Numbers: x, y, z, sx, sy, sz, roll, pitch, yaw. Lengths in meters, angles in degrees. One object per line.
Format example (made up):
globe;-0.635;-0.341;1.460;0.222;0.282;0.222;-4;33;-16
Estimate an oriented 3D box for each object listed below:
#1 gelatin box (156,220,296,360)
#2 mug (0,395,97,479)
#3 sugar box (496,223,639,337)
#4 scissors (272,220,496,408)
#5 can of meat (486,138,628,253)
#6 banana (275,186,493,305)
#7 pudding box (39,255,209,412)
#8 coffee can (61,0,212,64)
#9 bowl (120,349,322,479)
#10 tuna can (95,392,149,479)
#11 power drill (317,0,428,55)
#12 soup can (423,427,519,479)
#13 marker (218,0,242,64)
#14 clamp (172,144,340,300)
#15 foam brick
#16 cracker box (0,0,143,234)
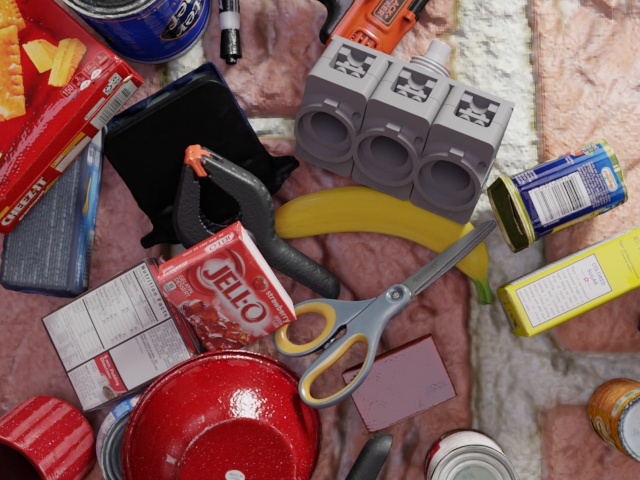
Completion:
gelatin box;-0.071;0.040;0.817;0.073;0.030;0.089;-28;119;7
mug;-0.236;0.181;0.839;0.093;0.081;0.117;46;117;-1
sugar box;0.225;0.020;0.818;0.176;0.093;0.048;-23;86;3
scissors;0.041;0.041;0.836;0.096;0.016;0.201;33;78;29
can of meat;0.181;-0.034;0.821;0.084;0.102;0.057;-22;85;0
banana;0.054;-0.009;0.860;0.198;0.037;0.069;18;86;5
pudding box;-0.157;0.076;0.857;0.114;0.039;0.090;-27;84;15
coffee can;-0.147;-0.204;0.835;0.103;0.140;0.103;0;86;4
bowl;-0.069;0.168;0.816;0.162;0.055;0.162;-4;104;-15
tuna can;-0.134;0.164;0.847;0.086;0.034;0.086;-3;100;-20
power drill;0.016;-0.247;0.859;0.187;0.057;0.184;36;87;-2
soup can;0.114;0.182;0.811;0.068;0.102;0.068;0;86;4
marker;-0.077;-0.207;0.891;0.020;0.020;0.121;-3;86;4
clamp;-0.055;0.001;0.839;0.120;0.039;0.171;-18;118;-7
foam brick;0.063;0.113;0.844;0.078;0.051;0.053;-23;86;2
cracker box;-0.271;-0.135;0.813;0.214;0.072;0.164;41;88;7
